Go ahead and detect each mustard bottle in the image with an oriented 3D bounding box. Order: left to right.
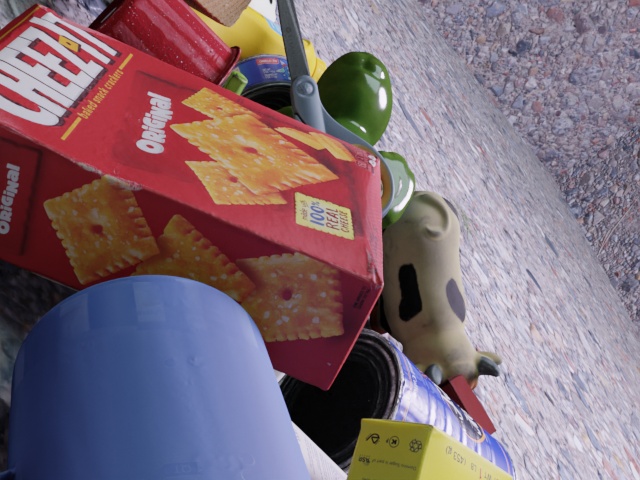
[{"bbox_3d":[-0.064,-0.173,0.920,0.191,0.058,0.096,28,6,-30],"label":"mustard bottle"}]

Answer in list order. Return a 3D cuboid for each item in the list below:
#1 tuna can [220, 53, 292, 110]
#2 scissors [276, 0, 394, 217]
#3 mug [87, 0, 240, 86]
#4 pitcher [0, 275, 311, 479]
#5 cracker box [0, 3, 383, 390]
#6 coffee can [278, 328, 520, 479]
[{"bbox_3d":[-0.049,-0.113,0.887,0.086,0.086,0.034,33,29,-52],"label":"tuna can"},{"bbox_3d":[0.007,-0.095,0.745,0.016,0.096,0.202,126,-31,-73],"label":"scissors"},{"bbox_3d":[-0.120,-0.129,0.740,0.081,0.093,0.117,44,-11,-21],"label":"mug"},{"bbox_3d":[-0.061,0.124,0.368,0.149,0.145,0.243,58,8,-41],"label":"pitcher"},{"bbox_3d":[-0.075,-0.031,0.531,0.213,0.072,0.164,24,24,-7],"label":"cracker box"},{"bbox_3d":[0.045,0.133,0.659,0.140,0.103,0.103,43,21,-35],"label":"coffee can"}]
